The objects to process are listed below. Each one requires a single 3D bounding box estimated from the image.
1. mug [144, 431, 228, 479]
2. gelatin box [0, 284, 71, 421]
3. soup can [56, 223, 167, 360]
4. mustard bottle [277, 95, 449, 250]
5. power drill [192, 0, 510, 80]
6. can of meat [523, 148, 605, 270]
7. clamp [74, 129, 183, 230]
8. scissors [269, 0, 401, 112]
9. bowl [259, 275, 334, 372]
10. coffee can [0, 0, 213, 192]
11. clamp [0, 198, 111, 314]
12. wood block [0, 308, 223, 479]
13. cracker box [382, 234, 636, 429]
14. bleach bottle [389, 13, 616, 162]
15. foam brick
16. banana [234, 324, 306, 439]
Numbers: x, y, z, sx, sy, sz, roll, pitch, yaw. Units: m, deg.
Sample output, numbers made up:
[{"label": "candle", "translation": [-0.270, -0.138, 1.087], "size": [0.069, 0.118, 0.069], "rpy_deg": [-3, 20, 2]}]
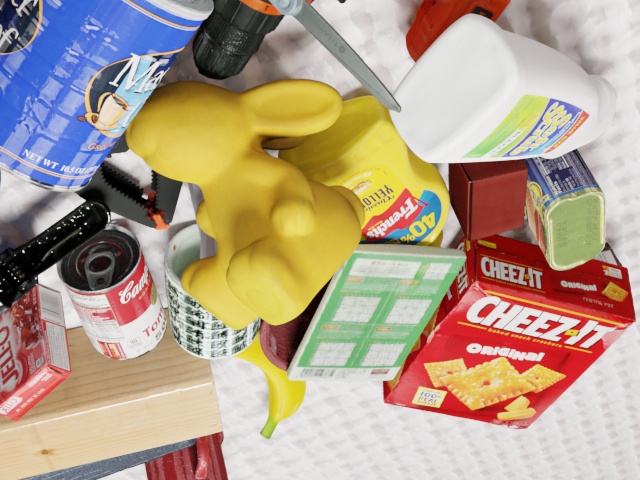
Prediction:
[{"label": "mug", "translation": [-0.134, 0.236, 1.096], "size": [0.093, 0.081, 0.117], "rpy_deg": [4, 135, -25]}, {"label": "gelatin box", "translation": [-0.244, 0.092, 0.884], "size": [0.073, 0.089, 0.030], "rpy_deg": [-38, 137, 22]}, {"label": "soup can", "translation": [-0.169, 0.044, 0.874], "size": [0.068, 0.068, 0.102], "rpy_deg": [-15, 141, -4]}, {"label": "mustard bottle", "translation": [0.052, -0.035, 0.878], "size": [0.096, 0.058, 0.191], "rpy_deg": [-30, 140, 15]}, {"label": "power drill", "translation": [0.024, -0.164, 0.720], "size": [0.187, 0.057, 0.185], "rpy_deg": [10, 136, -31]}, {"label": "can of meat", "translation": [0.204, -0.036, 0.915], "size": [0.057, 0.084, 0.102], "rpy_deg": [-19, 141, 0]}, {"label": "clamp", "translation": [-0.162, -0.080, 0.759], "size": [0.164, 0.036, 0.210], "rpy_deg": [-16, 137, -3]}, {"label": "scissors", "translation": [-0.036, -0.145, 0.653], "size": [0.096, 0.202, 0.016], "rpy_deg": [-27, -174, 41]}, {"label": "bowl", "translation": [0.018, 0.055, 0.969], "size": [0.162, 0.055, 0.162], "rpy_deg": [-11, 140, -9]}, {"label": "coffee can", "translation": [-0.145, -0.115, 0.638], "size": [0.102, 0.103, 0.140], "rpy_deg": [23, 116, -39]}, {"label": "clamp", "translation": [-0.225, 0.019, 0.807], "size": [0.120, 0.039, 0.172], "rpy_deg": [-37, -167, -29]}, {"label": "wood block", "translation": [-0.199, 0.136, 0.952], "size": [0.206, 0.090, 0.091], "rpy_deg": [-12, 141, -9]}, {"label": "cracker box", "translation": [0.172, 0.094, 1.022], "size": [0.164, 0.072, 0.214], "rpy_deg": [13, 139, -14]}, {"label": "bleach bottle", "translation": [0.159, -0.104, 0.790], "size": [0.250, 0.068, 0.103], "rpy_deg": [-5, 147, -51]}, {"label": "foam brick", "translation": [0.140, -0.048, 0.903], "size": [0.051, 0.053, 0.078], "rpy_deg": [-15, 141, -5]}, {"label": "banana", "translation": [-0.052, 0.124, 1.021], "size": [0.069, 0.037, 0.197], "rpy_deg": [-50, 145, -23]}]
